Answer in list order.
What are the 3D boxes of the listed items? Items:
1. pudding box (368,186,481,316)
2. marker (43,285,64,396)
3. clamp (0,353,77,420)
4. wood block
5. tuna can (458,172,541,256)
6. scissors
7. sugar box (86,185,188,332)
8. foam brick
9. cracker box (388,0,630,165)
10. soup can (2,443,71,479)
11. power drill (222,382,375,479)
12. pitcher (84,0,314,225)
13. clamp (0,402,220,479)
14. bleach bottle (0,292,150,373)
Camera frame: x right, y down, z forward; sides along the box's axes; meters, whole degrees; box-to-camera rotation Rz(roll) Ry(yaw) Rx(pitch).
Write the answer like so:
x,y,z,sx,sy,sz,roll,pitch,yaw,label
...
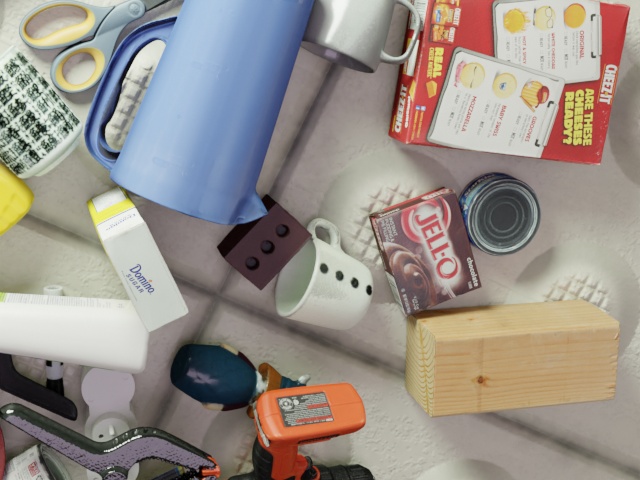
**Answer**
x,y,z,sx,sy,sz,roll,pitch,yaw,label
0.109,0.011,1.114,0.090,0.039,0.113,-20,107,-9,pudding box
-0.263,0.105,1.055,0.020,0.020,0.121,-1,103,-14,marker
-0.327,0.142,1.014,0.171,0.039,0.120,49,55,-4,clamp
0.203,0.123,1.139,0.206,0.090,0.091,-3,105,-14,wood block
0.189,-0.027,1.128,0.086,0.034,0.086,-3,104,-13,tuna can
-0.179,-0.197,1.005,0.201,0.016,0.096,-12,107,-11,scissors
-0.170,0.013,0.972,0.048,0.176,0.093,-26,108,-7,sugar box
-0.057,0.001,1.064,0.053,0.051,0.078,42,91,-19,foam brick
0.187,-0.169,1.074,0.213,0.072,0.164,5,103,-16,cracker box
-0.303,0.256,1.057,0.102,0.068,0.068,-32,109,-5,soup can
-0.013,0.222,1.084,0.184,0.057,0.188,-5,137,-22,power drill
-0.103,-0.146,0.981,0.149,0.145,0.243,16,98,-39,pitcher
-0.202,0.236,1.012,0.209,0.036,0.164,4,98,-16,clamp
-0.287,0.076,0.986,0.250,0.103,0.068,8,90,-13,bleach bottle
